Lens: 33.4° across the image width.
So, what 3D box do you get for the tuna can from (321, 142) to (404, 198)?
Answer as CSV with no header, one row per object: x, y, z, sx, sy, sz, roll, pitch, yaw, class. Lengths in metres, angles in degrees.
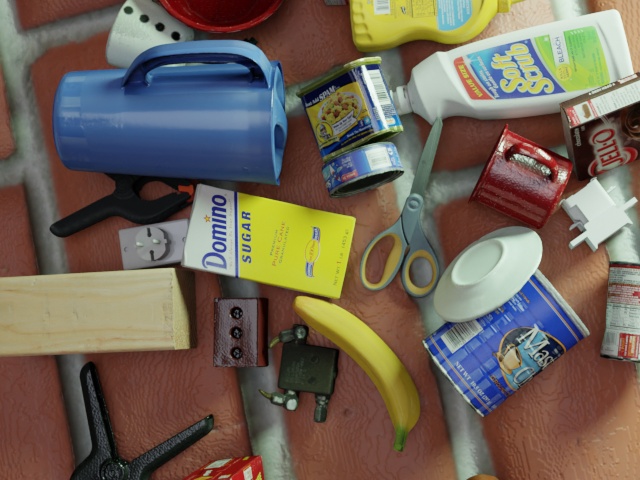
0.045,-0.076,1.152,0.086,0.086,0.034,-19,82,8,tuna can

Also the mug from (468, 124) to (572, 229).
0.213,-0.068,1.112,0.081,0.117,0.093,26,69,5,mug

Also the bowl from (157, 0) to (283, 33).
-0.112,-0.295,1.194,0.162,0.055,0.162,1,76,-3,bowl

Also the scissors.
0.115,-0.024,1.158,0.096,0.016,0.202,32,102,3,scissors

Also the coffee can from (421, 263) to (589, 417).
0.191,0.101,1.109,0.140,0.102,0.103,-39,82,5,coffee can

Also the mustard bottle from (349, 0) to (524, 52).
0.129,-0.262,1.163,0.192,0.058,0.096,-4,85,9,mustard bottle

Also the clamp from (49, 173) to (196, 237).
-0.226,-0.068,1.221,0.171,0.039,0.120,-5,81,3,clamp

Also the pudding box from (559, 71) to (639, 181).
0.298,-0.115,1.100,0.090,0.113,0.039,-22,57,7,pudding box

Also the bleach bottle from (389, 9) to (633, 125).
0.201,-0.169,1.145,0.251,0.068,0.102,-13,87,11,bleach bottle

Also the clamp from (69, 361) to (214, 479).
-0.236,0.250,1.204,0.164,0.036,0.210,29,92,9,clamp

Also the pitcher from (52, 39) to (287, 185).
-0.158,-0.135,1.144,0.243,0.145,0.149,1,96,3,pitcher

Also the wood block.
-0.249,0.081,1.189,0.206,0.090,0.090,-3,85,9,wood block

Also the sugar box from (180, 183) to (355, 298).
-0.058,0.002,1.163,0.176,0.048,0.093,12,87,-8,sugar box

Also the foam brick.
-0.088,0.102,1.181,0.053,0.051,0.078,-1,87,9,foam brick

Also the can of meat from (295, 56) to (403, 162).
0.032,-0.140,1.158,0.102,0.057,0.084,-23,85,40,can of meat

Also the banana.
0.049,0.130,1.152,0.198,0.069,0.037,52,126,11,banana
